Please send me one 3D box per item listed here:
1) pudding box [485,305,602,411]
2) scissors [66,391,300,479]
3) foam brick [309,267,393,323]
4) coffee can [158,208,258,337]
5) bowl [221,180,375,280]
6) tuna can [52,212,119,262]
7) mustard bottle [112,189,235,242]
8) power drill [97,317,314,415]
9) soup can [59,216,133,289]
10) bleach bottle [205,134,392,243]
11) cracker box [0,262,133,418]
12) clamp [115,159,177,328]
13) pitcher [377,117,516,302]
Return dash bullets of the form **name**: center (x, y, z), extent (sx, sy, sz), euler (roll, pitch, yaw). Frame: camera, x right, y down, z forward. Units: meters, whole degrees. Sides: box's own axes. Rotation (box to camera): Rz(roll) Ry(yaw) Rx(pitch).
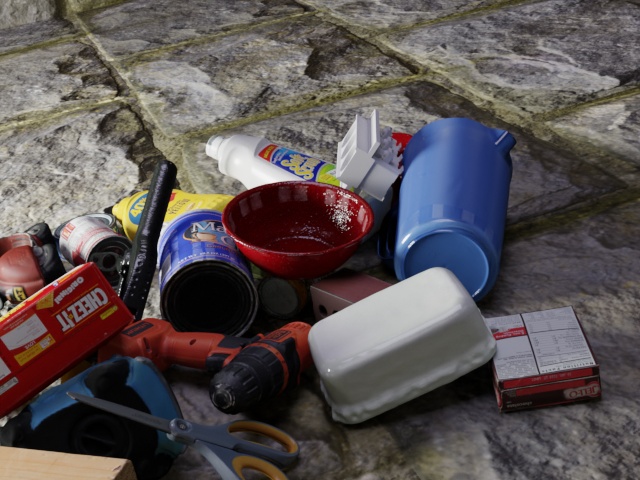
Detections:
- **pudding box**: center (0.197, 0.105, 0.964), extent (0.090, 0.039, 0.113), euler (-9, 26, 5)
- **scissors**: center (-0.103, 0.169, 0.860), extent (0.201, 0.016, 0.096), euler (13, 31, -28)
- **foam brick**: center (0.035, 0.068, 1.091), extent (0.051, 0.053, 0.078), euler (-27, 29, -33)
- **coffee can**: center (-0.125, 0.038, 1.159), extent (0.102, 0.103, 0.140), euler (-12, 25, -4)
- **bowl**: center (-0.024, -0.004, 1.136), extent (0.162, 0.055, 0.162), euler (1, 30, -1)
- **tuna can**: center (-0.307, -0.004, 1.405), extent (0.086, 0.034, 0.086), euler (-9, 24, 4)
- **mustard bottle**: center (-0.199, -0.028, 1.384), extent (0.192, 0.058, 0.096), euler (9, 43, 37)
- **power drill**: center (-0.111, 0.116, 1.003), extent (0.188, 0.057, 0.184), euler (2, 9, 22)
- **soup can**: center (-0.274, 0.013, 1.313), extent (0.068, 0.068, 0.102), euler (-23, 27, -25)
- **bleach bottle**: center (-0.041, -0.075, 1.329), extent (0.251, 0.068, 0.102), euler (24, 33, 24)
- **cracker box**: center (-0.271, 0.095, 1.001), extent (0.164, 0.072, 0.214), euler (-37, 7, -16)
- **clamp**: center (-0.202, 0.032, 1.165), extent (0.036, 0.165, 0.210), euler (18, 41, -15)
- **pitcher**: center (0.137, -0.024, 1.183), extent (0.145, 0.149, 0.242), euler (9, 30, 6)
